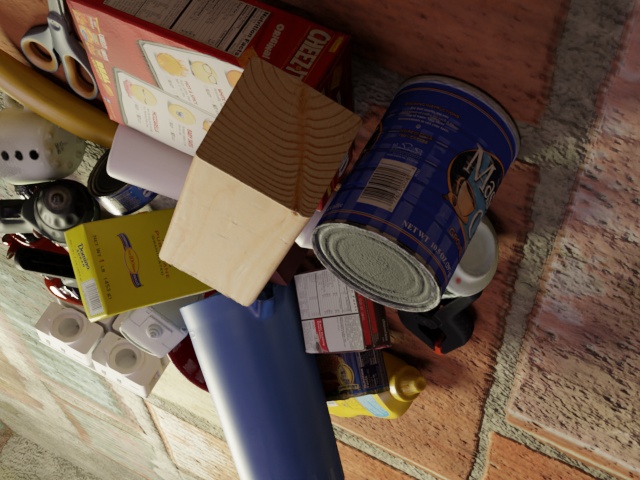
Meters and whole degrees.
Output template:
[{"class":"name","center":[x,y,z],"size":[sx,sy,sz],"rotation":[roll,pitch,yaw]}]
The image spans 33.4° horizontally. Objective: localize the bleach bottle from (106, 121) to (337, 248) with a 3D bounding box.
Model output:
[{"class":"bleach bottle","center":[-0.061,-0.048,0.974],"size":[0.251,0.068,0.102],"rotation":[22,-161,5]}]

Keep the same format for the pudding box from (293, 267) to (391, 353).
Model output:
[{"class":"pudding box","center":[0.021,0.069,1.087],"size":[0.039,0.090,0.114],"rotation":[-7,177,-35]}]

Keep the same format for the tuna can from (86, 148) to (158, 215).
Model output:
[{"class":"tuna can","center":[-0.191,-0.067,1.074],"size":[0.086,0.086,0.033],"rotation":[5,147,44]}]

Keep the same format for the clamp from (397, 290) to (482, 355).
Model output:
[{"class":"clamp","center":[0.115,0.064,1.030],"size":[0.120,0.039,0.171],"rotation":[19,159,35]}]

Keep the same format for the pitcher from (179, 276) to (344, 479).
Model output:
[{"class":"pitcher","center":[-0.060,0.165,1.167],"size":[0.145,0.243,0.149],"rotation":[-18,177,20]}]

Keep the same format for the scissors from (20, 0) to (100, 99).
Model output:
[{"class":"scissors","center":[-0.252,-0.202,0.974],"size":[0.096,0.016,0.202],"rotation":[22,154,20]}]

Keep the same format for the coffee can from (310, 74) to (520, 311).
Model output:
[{"class":"coffee can","center":[0.070,-0.034,0.774],"size":[0.103,0.140,0.103],"rotation":[25,155,13]}]

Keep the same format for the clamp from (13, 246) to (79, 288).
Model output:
[{"class":"clamp","center":[-0.256,0.035,1.193],"size":[0.164,0.036,0.210],"rotation":[6,171,-14]}]

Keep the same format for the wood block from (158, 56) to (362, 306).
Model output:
[{"class":"wood block","center":[-0.051,-0.035,0.803],"size":[0.090,0.090,0.206],"rotation":[30,155,-3]}]

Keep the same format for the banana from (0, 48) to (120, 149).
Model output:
[{"class":"banana","center":[-0.271,-0.141,1.070],"size":[0.197,0.037,0.070],"rotation":[32,178,-8]}]

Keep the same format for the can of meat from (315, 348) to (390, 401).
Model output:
[{"class":"can of meat","center":[0.029,0.131,1.179],"size":[0.102,0.057,0.084],"rotation":[-19,81,59]}]

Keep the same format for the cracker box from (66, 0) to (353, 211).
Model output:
[{"class":"cracker box","center":[-0.081,-0.128,0.853],"size":[0.214,0.072,0.164],"rotation":[23,155,15]}]

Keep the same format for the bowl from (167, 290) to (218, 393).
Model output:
[{"class":"bowl","center":[-0.110,0.112,1.303],"size":[0.162,0.055,0.162],"rotation":[8,118,14]}]

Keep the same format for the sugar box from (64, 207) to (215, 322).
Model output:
[{"class":"sugar box","center":[-0.161,0.016,1.071],"size":[0.048,0.175,0.093],"rotation":[-17,88,49]}]

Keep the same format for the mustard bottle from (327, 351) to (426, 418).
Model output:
[{"class":"mustard bottle","center":[0.057,0.169,1.263],"size":[0.192,0.058,0.096],"rotation":[-10,121,55]}]
